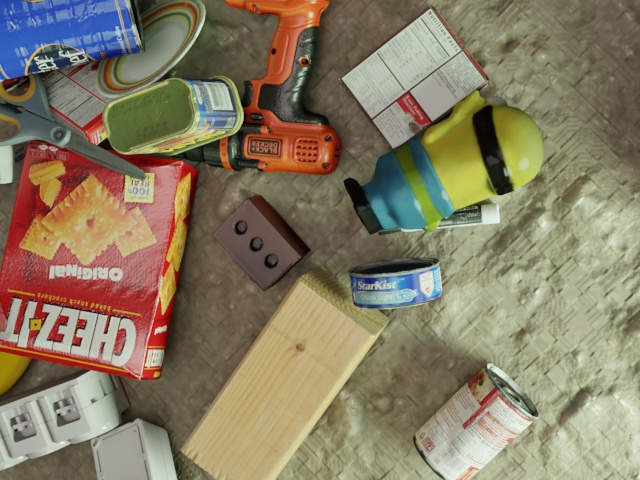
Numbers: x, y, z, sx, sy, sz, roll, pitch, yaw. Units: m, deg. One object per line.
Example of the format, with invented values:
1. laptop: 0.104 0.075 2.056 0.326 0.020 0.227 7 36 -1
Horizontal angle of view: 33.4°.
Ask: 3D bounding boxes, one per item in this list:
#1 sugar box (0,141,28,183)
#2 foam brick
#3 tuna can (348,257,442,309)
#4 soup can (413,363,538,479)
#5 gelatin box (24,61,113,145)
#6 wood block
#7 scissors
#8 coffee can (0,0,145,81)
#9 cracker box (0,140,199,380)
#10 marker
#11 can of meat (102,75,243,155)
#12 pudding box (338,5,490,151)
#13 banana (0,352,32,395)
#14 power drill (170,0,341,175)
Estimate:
1. sugar box: -0.382 -0.070 1.079 0.176 0.093 0.048 -9 95 12
2. foam brick: -0.057 0.001 1.037 0.053 0.051 0.078 -44 86 13
3. tuna can: 0.070 0.039 0.996 0.086 0.086 0.034 -6 97 13
4. soup can: 0.145 0.175 1.005 0.068 0.068 0.102 44 104 4
5. gelatin box: -0.230 -0.137 1.041 0.089 0.030 0.073 34 58 21
6. wood block: -0.033 0.139 1.029 0.091 0.090 0.206 36 103 7
7. scissors: -0.244 -0.117 0.999 0.202 0.016 0.096 10 79 14
8. coffee can: -0.240 -0.208 0.972 0.140 0.103 0.103 -12 94 -3
9. cracker box: -0.222 0.017 1.044 0.164 0.072 0.214 10 85 10
10. marker: 0.109 -0.020 1.015 0.121 0.020 0.020 -6 95 13
11. can of meat: -0.135 -0.114 0.976 0.102 0.083 0.057 -16 90 24
12. pudding box: 0.087 -0.149 0.995 0.113 0.039 0.090 -36 88 12
13. banana: -0.329 0.105 1.116 0.069 0.037 0.198 40 103 6
14. power drill: -0.065 -0.159 1.019 0.184 0.057 0.188 7 100 15
